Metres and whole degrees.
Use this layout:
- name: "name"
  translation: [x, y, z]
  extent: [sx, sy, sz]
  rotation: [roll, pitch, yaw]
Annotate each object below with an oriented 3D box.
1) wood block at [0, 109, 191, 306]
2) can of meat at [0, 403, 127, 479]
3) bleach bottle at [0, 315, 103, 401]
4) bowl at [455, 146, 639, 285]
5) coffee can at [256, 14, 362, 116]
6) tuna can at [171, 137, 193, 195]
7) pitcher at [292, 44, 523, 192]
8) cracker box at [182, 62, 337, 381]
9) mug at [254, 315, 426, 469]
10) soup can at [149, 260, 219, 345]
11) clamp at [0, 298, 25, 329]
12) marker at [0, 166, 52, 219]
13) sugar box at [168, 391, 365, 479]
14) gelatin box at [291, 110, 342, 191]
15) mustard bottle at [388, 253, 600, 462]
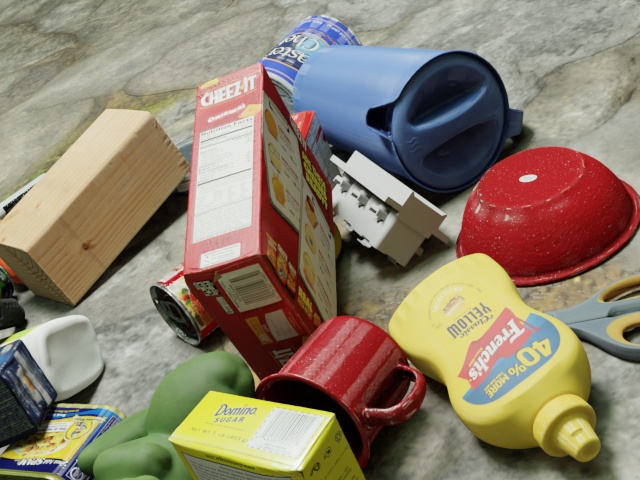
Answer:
- name: "wood block"
  translation: [-0.249, -0.040, 1.161]
  extent: [0.090, 0.090, 0.206]
  rotation: [10, 54, 45]
- name: "can of meat"
  translation: [-0.205, 0.176, 0.847]
  extent: [0.102, 0.057, 0.083]
  rotation: [-4, 33, 32]
- name: "bleach bottle"
  translation: [-0.333, 0.133, 0.989]
  extent: [0.251, 0.068, 0.102]
  rotation: [-16, 4, 18]
- name: "bowl"
  translation: [0.184, -0.032, 0.901]
  extent: [0.162, 0.055, 0.162]
  rotation: [-19, 30, 11]
- name: "coffee can"
  translation: [-0.023, -0.188, 1.258]
  extent: [0.103, 0.103, 0.140]
  rotation: [2, 38, 38]
- name: "tuna can"
  translation: [-0.151, -0.090, 1.263]
  extent: [0.086, 0.033, 0.086]
  rotation: [-18, 30, 11]
- name: "pitcher"
  translation: [0.079, -0.136, 1.092]
  extent: [0.145, 0.149, 0.243]
  rotation: [-47, 30, -9]
- name: "cracker box"
  translation: [-0.046, -0.011, 0.873]
  extent: [0.072, 0.164, 0.213]
  rotation: [-16, 47, 15]
- name: "mug"
  translation: [0.022, 0.107, 0.758]
  extent: [0.117, 0.093, 0.081]
  rotation: [-6, 29, 39]
- name: "soup can"
  translation: [-0.096, 0.039, 0.978]
  extent: [0.102, 0.068, 0.069]
  rotation: [-39, 32, -25]
- name: "clamp"
  translation: [-0.349, 0.085, 1.011]
  extent: [0.164, 0.036, 0.210]
  rotation: [-17, 0, -24]
- name: "marker"
  translation: [-0.385, -0.065, 1.411]
  extent: [0.121, 0.020, 0.020]
  rotation: [-41, 33, -27]
- name: "sugar box"
  translation: [-0.006, 0.166, 0.593]
  extent: [0.094, 0.176, 0.048]
  rotation: [4, 42, 40]
- name: "gelatin box"
  translation: [-0.010, -0.076, 1.079]
  extent: [0.030, 0.089, 0.073]
  rotation: [-13, 31, 19]
- name: "mustard bottle"
  translation: [0.128, 0.087, 0.733]
  extent: [0.096, 0.058, 0.192]
  rotation: [-37, 37, -3]
